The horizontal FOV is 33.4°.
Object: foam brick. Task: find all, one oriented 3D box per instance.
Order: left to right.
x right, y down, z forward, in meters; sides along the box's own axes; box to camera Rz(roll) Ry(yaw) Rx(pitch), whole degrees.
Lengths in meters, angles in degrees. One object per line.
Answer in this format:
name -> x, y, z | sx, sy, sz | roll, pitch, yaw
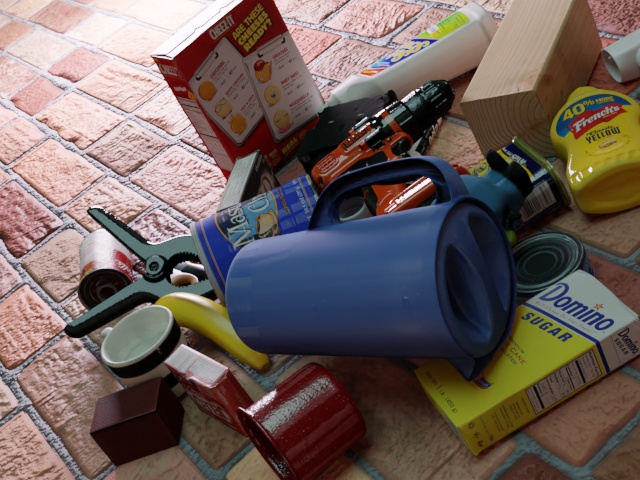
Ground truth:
foam brick -> -0.184, 0.182, 1.079 | 0.078, 0.051, 0.053 | -21, 32, 15

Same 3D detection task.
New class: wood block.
wood block -> 0.244, -0.190, 1.212 | 0.091, 0.090, 0.205 | -4, 41, 35

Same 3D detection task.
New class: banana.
banana -> -0.127, 0.092, 1.146 | 0.198, 0.069, 0.037 | 7, 33, 46

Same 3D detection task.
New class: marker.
marker -> 0.129, -0.129, 1.286 | 0.020, 0.020, 0.121 | -4, 40, 35

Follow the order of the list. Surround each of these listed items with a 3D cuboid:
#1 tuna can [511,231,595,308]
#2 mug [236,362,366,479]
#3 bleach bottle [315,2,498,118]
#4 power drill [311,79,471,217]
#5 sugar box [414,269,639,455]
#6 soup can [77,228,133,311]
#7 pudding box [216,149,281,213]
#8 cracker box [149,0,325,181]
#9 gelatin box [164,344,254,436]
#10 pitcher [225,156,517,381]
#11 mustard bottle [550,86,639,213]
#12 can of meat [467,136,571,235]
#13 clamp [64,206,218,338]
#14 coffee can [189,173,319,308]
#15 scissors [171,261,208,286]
tuna can -> 0.207, 0.030, 0.987 | 0.086, 0.033, 0.086 | -21, 33, 14
mug -> -0.017, 0.164, 0.947 | 0.081, 0.093, 0.117 | -35, -4, -17
bleach bottle -> 0.110, -0.216, 1.381 | 0.251, 0.068, 0.102 | -29, 24, 6
power drill -> 0.093, -0.080, 1.116 | 0.184, 0.057, 0.188 | -39, 34, 4
sugar box -> 0.177, 0.100, 0.905 | 0.176, 0.048, 0.093 | -33, 32, -3
soup can -> -0.268, 0.038, 1.332 | 0.068, 0.068, 0.102 | -28, 31, 4
pudding box -> -0.076, -0.038, 1.260 | 0.039, 0.090, 0.113 | -17, 34, 21
cracker box -> -0.098, -0.198, 1.382 | 0.164, 0.213, 0.072 | -44, 34, -21
gelatin box -> -0.105, 0.147, 1.043 | 0.030, 0.073, 0.089 | -45, 36, -21
pitcher -> 0.036, 0.031, 0.929 | 0.243, 0.145, 0.149 | -7, 49, 37
mustard bottle -> 0.287, -0.105, 1.089 | 0.096, 0.058, 0.191 | -21, 33, 13
can of meat -> 0.192, -0.050, 1.091 | 0.084, 0.057, 0.102 | -33, 31, 0
clamp -> -0.193, 0.028, 1.245 | 0.210, 0.036, 0.164 | -5, 67, 8
coffee can -> -0.058, 0.001, 1.159 | 0.140, 0.103, 0.103 | -23, 32, 0
scissors -> -0.193, 0.041, 1.315 | 0.202, 0.016, 0.096 | 0, 43, 40
